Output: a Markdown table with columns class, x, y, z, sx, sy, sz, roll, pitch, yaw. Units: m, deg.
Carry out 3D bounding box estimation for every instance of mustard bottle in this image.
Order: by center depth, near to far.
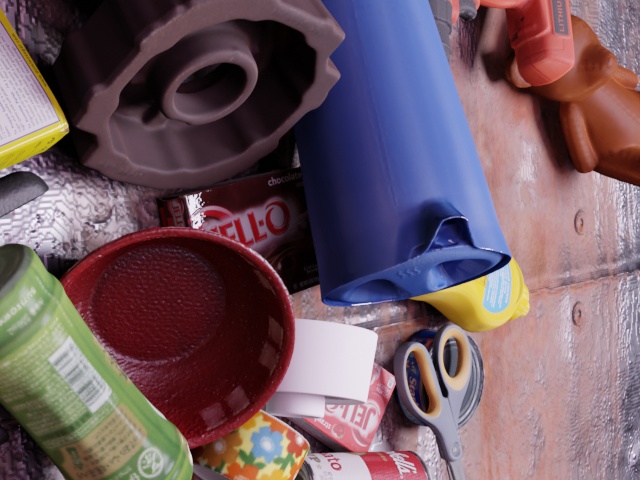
| class | x | y | z | sx | sy | sz | roll | pitch | yaw |
| --- | --- | --- | --- | --- | --- | --- | --- | --- | --- |
| mustard bottle | 0.123 | 0.026 | 0.917 | 0.191 | 0.058 | 0.096 | 30 | 50 | -41 |

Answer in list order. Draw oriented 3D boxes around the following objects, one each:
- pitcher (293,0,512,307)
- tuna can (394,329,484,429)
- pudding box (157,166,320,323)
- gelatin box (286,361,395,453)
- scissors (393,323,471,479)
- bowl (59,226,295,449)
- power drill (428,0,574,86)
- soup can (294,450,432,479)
| class | x | y | z | sx | sy | sz | roll | pitch | yaw |
| --- | --- | --- | --- | --- | --- | --- | --- | --- | --- |
| pitcher | 0.039 | -0.077 | 0.766 | 0.144 | 0.149 | 0.243 | 11 | 63 | -58 |
| tuna can | 0.102 | 0.119 | 0.919 | 0.085 | 0.034 | 0.086 | -2 | 92 | -44 |
| pudding box | -0.055 | 0.001 | 0.758 | 0.113 | 0.039 | 0.090 | -19 | 103 | -43 |
| gelatin box | 0.015 | 0.121 | 0.836 | 0.089 | 0.030 | 0.073 | 41 | 64 | -37 |
| scissors | 0.116 | 0.156 | 0.896 | 0.096 | 0.016 | 0.201 | -46 | 121 | -33 |
| bowl | -0.100 | 0.054 | 0.676 | 0.162 | 0.055 | 0.162 | -6 | 117 | -13 |
| power drill | 0.132 | -0.188 | 0.890 | 0.187 | 0.057 | 0.184 | 12 | 69 | -38 |
| soup can | 0.025 | 0.194 | 0.804 | 0.102 | 0.069 | 0.068 | 4 | 88 | -26 |
